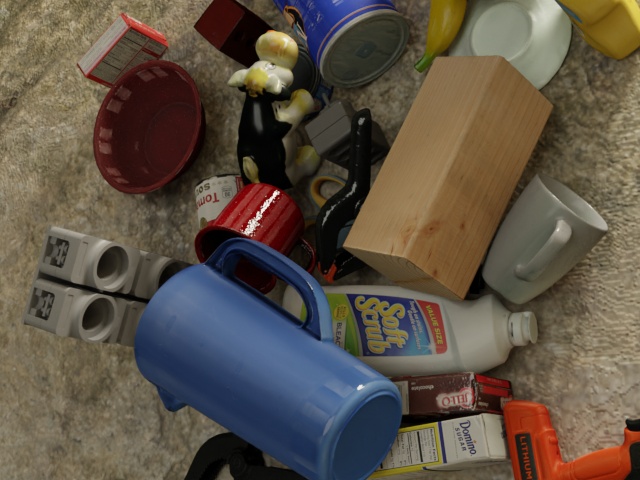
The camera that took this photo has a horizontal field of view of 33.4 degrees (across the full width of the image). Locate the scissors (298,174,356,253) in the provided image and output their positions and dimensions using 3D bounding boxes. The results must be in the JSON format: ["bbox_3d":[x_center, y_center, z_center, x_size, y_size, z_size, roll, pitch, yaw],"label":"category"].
[{"bbox_3d":[0.044,0.010,1.099,0.096,0.016,0.202,-50,59,14],"label":"scissors"}]

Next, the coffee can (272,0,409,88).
[{"bbox_3d":[0.015,-0.245,1.121,0.103,0.102,0.140,-41,61,18],"label":"coffee can"}]

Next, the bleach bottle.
[{"bbox_3d":[0.083,0.084,1.031,0.251,0.068,0.102,-6,64,27],"label":"bleach bottle"}]

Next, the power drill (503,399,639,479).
[{"bbox_3d":[0.254,0.160,0.909,0.188,0.057,0.184,-15,72,29],"label":"power drill"}]

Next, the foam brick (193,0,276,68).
[{"bbox_3d":[-0.091,-0.234,1.201,0.053,0.078,0.051,-52,57,12],"label":"foam brick"}]

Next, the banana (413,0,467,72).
[{"bbox_3d":[0.118,-0.274,1.096,0.070,0.037,0.198,-12,69,30],"label":"banana"}]

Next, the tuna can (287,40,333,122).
[{"bbox_3d":[-0.029,-0.173,1.174,0.086,0.033,0.086,-7,76,31],"label":"tuna can"}]

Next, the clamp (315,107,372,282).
[{"bbox_3d":[0.041,-0.042,1.050,0.171,0.120,0.039,-51,14,1],"label":"clamp"}]

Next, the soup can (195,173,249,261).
[{"bbox_3d":[-0.099,-0.014,1.163,0.069,0.068,0.102,-18,70,28],"label":"soup can"}]

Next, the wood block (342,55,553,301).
[{"bbox_3d":[0.119,-0.060,0.986,0.091,0.090,0.206,11,72,52],"label":"wood block"}]

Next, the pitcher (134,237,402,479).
[{"bbox_3d":[-0.043,0.114,0.969,0.243,0.149,0.144,27,53,37],"label":"pitcher"}]

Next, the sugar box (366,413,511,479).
[{"bbox_3d":[0.090,0.195,0.984,0.176,0.093,0.048,-19,70,27],"label":"sugar box"}]

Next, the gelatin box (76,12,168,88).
[{"bbox_3d":[-0.239,-0.226,1.293,0.089,0.073,0.030,-45,60,16],"label":"gelatin box"}]

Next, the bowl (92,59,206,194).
[{"bbox_3d":[-0.189,-0.127,1.251,0.162,0.055,0.162,-8,76,31],"label":"bowl"}]

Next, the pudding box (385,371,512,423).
[{"bbox_3d":[0.110,0.146,0.984,0.114,0.089,0.039,-8,74,31],"label":"pudding box"}]

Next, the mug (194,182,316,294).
[{"bbox_3d":[-0.057,0.001,1.079,0.117,0.081,0.093,28,140,7],"label":"mug"}]

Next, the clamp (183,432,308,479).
[{"bbox_3d":[-0.076,0.222,1.116,0.210,0.036,0.164,-32,60,25],"label":"clamp"}]
